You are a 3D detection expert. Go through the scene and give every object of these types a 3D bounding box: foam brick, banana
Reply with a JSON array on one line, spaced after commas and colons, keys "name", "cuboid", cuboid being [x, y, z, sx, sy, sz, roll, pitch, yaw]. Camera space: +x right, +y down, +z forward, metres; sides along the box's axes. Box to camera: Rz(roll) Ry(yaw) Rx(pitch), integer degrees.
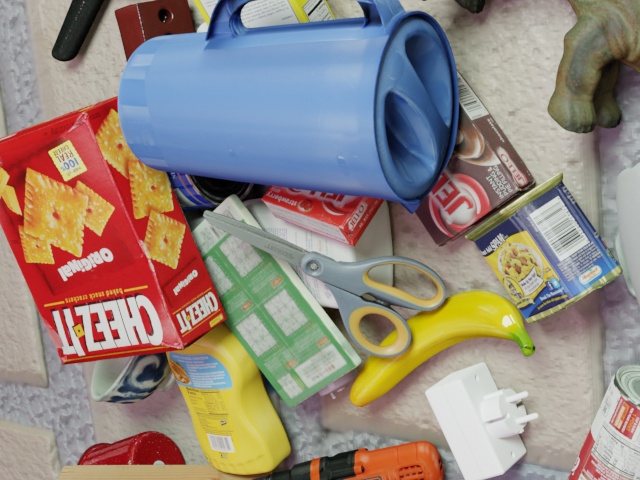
[{"name": "foam brick", "cuboid": [-0.146, -0.178, 0.969, 0.051, 0.052, 0.078, 1, 105, 58]}, {"name": "banana", "cuboid": [0.094, 0.083, 0.875, 0.037, 0.069, 0.198, 38, 139, -23]}]

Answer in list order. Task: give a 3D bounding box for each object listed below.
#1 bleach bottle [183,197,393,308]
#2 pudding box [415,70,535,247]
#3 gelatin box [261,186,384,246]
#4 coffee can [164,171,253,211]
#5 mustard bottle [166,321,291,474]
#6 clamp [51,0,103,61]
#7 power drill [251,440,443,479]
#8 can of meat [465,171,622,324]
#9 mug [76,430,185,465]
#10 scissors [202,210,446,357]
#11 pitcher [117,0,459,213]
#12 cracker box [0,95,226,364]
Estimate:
[{"name": "bleach bottle", "cuboid": [-0.056, 0.001, 0.959, 0.251, 0.067, 0.102, 6, 109, 37]}, {"name": "pudding box", "cuboid": [0.100, -0.065, 0.840, 0.090, 0.039, 0.113, -39, 79, 38]}, {"name": "gelatin box", "cuboid": [0.009, -0.043, 0.851, 0.089, 0.073, 0.030, 21, 159, 38]}, {"name": "coffee can", "cuboid": [-0.142, -0.075, 0.973, 0.141, 0.102, 0.103, -6, 100, 37]}, {"name": "mustard bottle", "cuboid": [-0.097, 0.125, 1.004, 0.096, 0.058, 0.191, -2, 114, 43]}, {"name": "clamp", "cuboid": [-0.206, -0.263, 1.007, 0.210, 0.036, 0.164, -5, 100, 36]}, {"name": "power drill", "cuboid": [0.034, 0.277, 0.941, 0.184, 0.057, 0.187, -14, 99, 12]}, {"name": "can of meat", "cuboid": [0.163, 0.008, 0.785, 0.084, 0.057, 0.102, 57, 161, 5]}, {"name": "mug", "cuboid": [-0.190, 0.258, 1.114, 0.082, 0.093, 0.117, -25, 92, 33]}, {"name": "scissors", "cuboid": [-0.001, 0.038, 0.859, 0.201, 0.016, 0.096, 10, 109, 0]}, {"name": "pitcher", "cuboid": [-0.031, -0.109, 0.790, 0.243, 0.144, 0.149, 6, 83, 31]}, {"name": "cracker box", "cuboid": [-0.196, -0.004, 0.929, 0.164, 0.072, 0.213, -11, 105, 38]}]
